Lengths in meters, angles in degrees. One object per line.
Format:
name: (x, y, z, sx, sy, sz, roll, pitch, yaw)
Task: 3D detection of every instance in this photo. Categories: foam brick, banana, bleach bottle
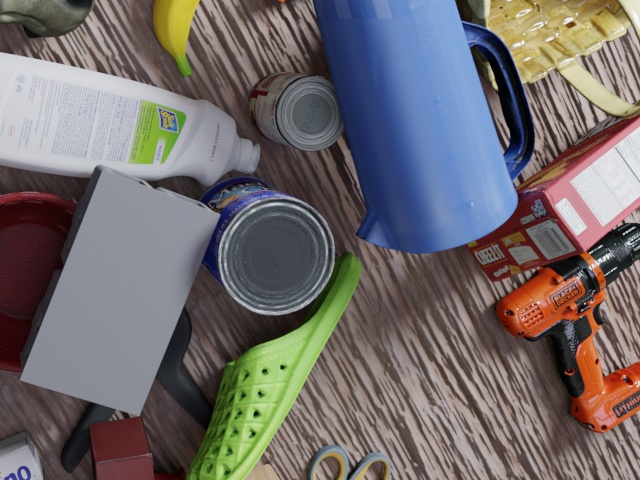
foam brick: (-0.179, 0.201, 0.963, 0.051, 0.078, 0.053, -6, 109, -14)
banana: (-0.092, -0.241, 0.941, 0.069, 0.037, 0.198, 26, 112, -35)
bleach bottle: (-0.177, -0.092, 0.948, 0.250, 0.068, 0.102, 12, 97, -21)

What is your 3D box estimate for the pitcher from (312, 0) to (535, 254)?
pitcher: (0.084, -0.125, 0.899, 0.145, 0.149, 0.243, -6, 117, 25)

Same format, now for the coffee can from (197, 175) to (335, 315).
coffee can: (-0.056, 0.001, 0.960, 0.102, 0.140, 0.103, -3, 101, -16)

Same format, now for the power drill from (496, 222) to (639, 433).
power drill: (0.297, 0.094, 1.131, 0.184, 0.057, 0.187, -31, 105, -5)

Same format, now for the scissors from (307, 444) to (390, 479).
scissors: (-0.005, 0.294, 1.098, 0.096, 0.016, 0.202, 38, 88, -18)

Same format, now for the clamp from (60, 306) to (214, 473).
clamp: (-0.176, 0.120, 1.001, 0.164, 0.036, 0.210, -12, 107, -15)

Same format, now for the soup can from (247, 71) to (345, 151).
soup can: (-0.022, -0.118, 0.968, 0.068, 0.102, 0.068, -3, 101, -17)

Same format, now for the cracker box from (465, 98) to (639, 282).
cracker box: (0.253, -0.057, 1.005, 0.213, 0.164, 0.072, -36, 92, -22)

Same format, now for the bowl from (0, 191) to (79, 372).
bowl: (-0.260, 0.033, 0.949, 0.162, 0.055, 0.162, -3, 101, -17)
